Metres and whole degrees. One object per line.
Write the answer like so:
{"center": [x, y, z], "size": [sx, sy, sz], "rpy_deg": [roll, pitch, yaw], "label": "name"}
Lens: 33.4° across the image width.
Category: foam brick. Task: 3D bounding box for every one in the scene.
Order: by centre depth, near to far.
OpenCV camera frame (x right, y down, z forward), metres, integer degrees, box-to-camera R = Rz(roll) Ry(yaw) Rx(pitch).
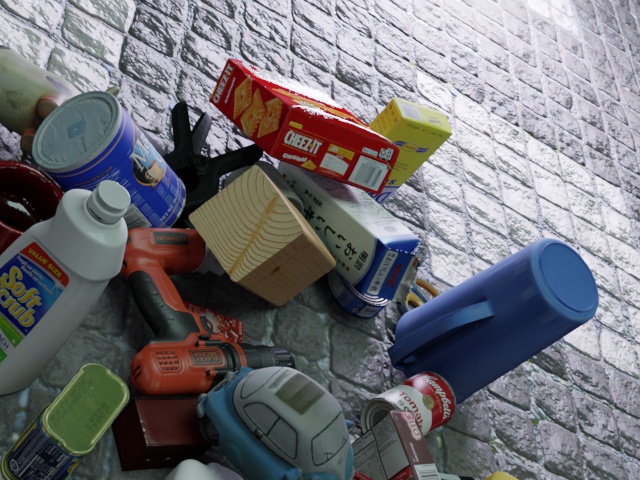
{"center": [-0.150, 0.184, 1.018], "size": [0.078, 0.053, 0.051], "rpy_deg": [5, 51, -39], "label": "foam brick"}

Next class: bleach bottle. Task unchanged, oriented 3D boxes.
{"center": [-0.237, 0.030, 0.919], "size": [0.067, 0.251, 0.102], "rpy_deg": [-16, 65, -50], "label": "bleach bottle"}

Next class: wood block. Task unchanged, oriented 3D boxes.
{"center": [-0.057, 0.002, 1.169], "size": [0.090, 0.091, 0.206], "rpy_deg": [54, 1, 14], "label": "wood block"}

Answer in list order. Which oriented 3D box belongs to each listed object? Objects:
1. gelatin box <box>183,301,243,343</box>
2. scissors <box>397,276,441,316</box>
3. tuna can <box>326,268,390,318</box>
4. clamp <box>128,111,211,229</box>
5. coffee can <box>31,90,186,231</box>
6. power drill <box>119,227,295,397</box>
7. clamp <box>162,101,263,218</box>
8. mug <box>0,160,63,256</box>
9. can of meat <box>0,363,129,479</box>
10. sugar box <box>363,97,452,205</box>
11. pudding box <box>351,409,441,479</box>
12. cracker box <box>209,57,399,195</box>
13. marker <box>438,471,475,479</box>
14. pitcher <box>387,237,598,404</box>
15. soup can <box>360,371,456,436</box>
{"center": [-0.119, 0.116, 1.134], "size": [0.073, 0.030, 0.089], "rpy_deg": [22, 40, -25], "label": "gelatin box"}
{"center": [0.092, 0.046, 1.416], "size": [0.201, 0.016, 0.096], "rpy_deg": [39, 36, -6], "label": "scissors"}
{"center": [0.050, 0.056, 1.351], "size": [0.086, 0.034, 0.086], "rpy_deg": [25, 40, -23], "label": "tuna can"}
{"center": [-0.170, -0.088, 1.283], "size": [0.164, 0.036, 0.210], "rpy_deg": [-3, 58, -44], "label": "clamp"}
{"center": [-0.218, -0.073, 1.117], "size": [0.140, 0.103, 0.103], "rpy_deg": [55, 20, -47], "label": "coffee can"}
{"center": [-0.127, 0.074, 1.096], "size": [0.184, 0.057, 0.188], "rpy_deg": [3, 49, -40], "label": "power drill"}
{"center": [-0.153, -0.092, 1.240], "size": [0.120, 0.039, 0.171], "rpy_deg": [31, 47, 8], "label": "clamp"}
{"center": [-0.312, -0.013, 1.036], "size": [0.093, 0.082, 0.117], "rpy_deg": [45, 36, 2], "label": "mug"}
{"center": [-0.223, 0.166, 0.940], "size": [0.057, 0.084, 0.102], "rpy_deg": [39, 36, -6], "label": "can of meat"}
{"center": [0.085, -0.110, 1.429], "size": [0.093, 0.176, 0.048], "rpy_deg": [13, 44, -34], "label": "sugar box"}
{"center": [0.080, 0.250, 1.138], "size": [0.039, 0.090, 0.113], "rpy_deg": [7, 50, -37], "label": "pudding box"}
{"center": [-0.022, -0.145, 1.312], "size": [0.164, 0.072, 0.214], "rpy_deg": [17, 16, -32], "label": "cracker box"}
{"center": [0.132, 0.274, 1.224], "size": [0.120, 0.020, 0.020], "rpy_deg": [17, 44, -32], "label": "marker"}
{"center": [0.203, 0.097, 1.276], "size": [0.145, 0.243, 0.149], "rpy_deg": [40, 44, -12], "label": "pitcher"}
{"center": [0.101, 0.198, 1.230], "size": [0.102, 0.069, 0.068], "rpy_deg": [-18, 67, -50], "label": "soup can"}
